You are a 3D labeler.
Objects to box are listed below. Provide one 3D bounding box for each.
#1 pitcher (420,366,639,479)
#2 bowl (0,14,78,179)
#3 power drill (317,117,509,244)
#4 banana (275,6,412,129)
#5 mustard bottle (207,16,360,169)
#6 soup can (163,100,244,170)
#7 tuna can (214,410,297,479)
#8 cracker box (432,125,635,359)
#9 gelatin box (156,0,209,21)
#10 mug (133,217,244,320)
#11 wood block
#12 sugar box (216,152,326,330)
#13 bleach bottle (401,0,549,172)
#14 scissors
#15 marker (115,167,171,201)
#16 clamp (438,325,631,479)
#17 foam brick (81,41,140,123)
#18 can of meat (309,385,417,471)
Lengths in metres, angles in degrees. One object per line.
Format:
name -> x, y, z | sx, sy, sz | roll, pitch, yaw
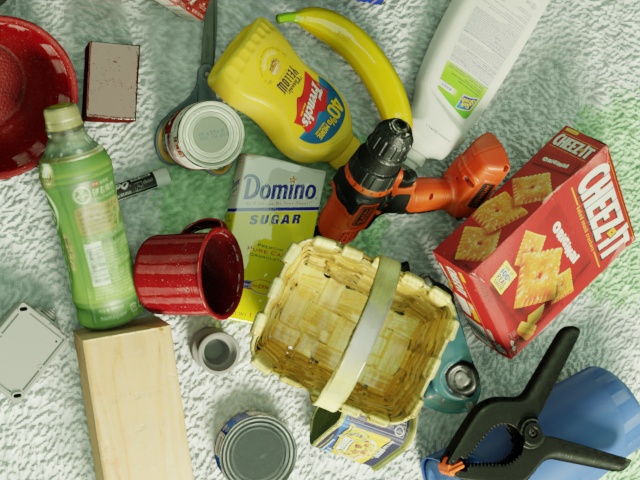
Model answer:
pitcher -> 0.246, 0.252, 1.210 | 0.242, 0.149, 0.145 | -28, 84, -17
bowl -> -0.319, -0.142, 1.028 | 0.161, 0.055, 0.162 | -15, 121, -28
power drill -> 0.103, -0.069, 1.119 | 0.187, 0.185, 0.057 | -7, 61, -29
banana -> 0.041, -0.187, 1.151 | 0.198, 0.037, 0.069 | 45, 75, -1
mustard bottle -> -0.024, -0.139, 1.129 | 0.191, 0.058, 0.096 | 42, 56, -20
soup can -> -0.117, -0.104, 1.067 | 0.068, 0.102, 0.068 | -1, 94, -15
tuna can -> -0.070, 0.228, 1.151 | 0.086, 0.034, 0.086 | -1, 93, -17
cracker box -> 0.243, 0.006, 1.182 | 0.213, 0.072, 0.164 | -41, 133, -11
gelatin box -> -0.145, -0.274, 1.083 | 0.089, 0.030, 0.073 | 24, 82, -51
mug -> -0.131, 0.024, 1.076 | 0.093, 0.082, 0.117 | 60, 36, -46
wood block -> -0.187, 0.189, 1.084 | 0.090, 0.091, 0.206 | -9, 95, -17
sugar box -> -0.058, 0.001, 1.138 | 0.093, 0.048, 0.176 | 11, 90, -17
bleach bottle -> 0.152, -0.192, 1.185 | 0.102, 0.068, 0.251 | 33, 86, -10
scissors -> -0.138, -0.164, 1.121 | 0.096, 0.016, 0.202 | -12, 96, -16
marker -> -0.214, -0.048, 1.101 | 0.121, 0.020, 0.020 | -21, 99, -15
clamp -> 0.224, 0.207, 1.122 | 0.209, 0.036, 0.164 | -28, 90, -18
foam brick -> -0.212, -0.159, 1.079 | 0.051, 0.053, 0.078 | 3, 92, -17
can of meat -> 0.044, 0.200, 1.151 | 0.084, 0.102, 0.057 | 21, 53, -14
